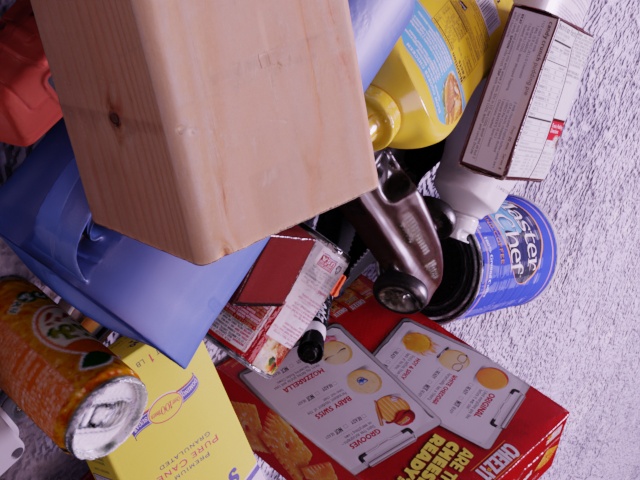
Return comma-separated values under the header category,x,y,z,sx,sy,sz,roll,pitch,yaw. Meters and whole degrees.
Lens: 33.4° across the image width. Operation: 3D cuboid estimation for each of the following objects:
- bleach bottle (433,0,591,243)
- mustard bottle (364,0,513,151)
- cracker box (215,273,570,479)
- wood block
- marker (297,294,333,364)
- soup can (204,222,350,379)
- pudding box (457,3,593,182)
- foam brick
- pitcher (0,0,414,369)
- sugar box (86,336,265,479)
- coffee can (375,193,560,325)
category,x,y,z,sx,sy,sz,roll,pitch,yaw
bleach bottle,0.138,-0.121,0.798,0.102,0.068,0.251,15,96,-58
mustard bottle,0.060,-0.113,0.673,0.191,0.058,0.096,-52,124,-40
cracker box,0.050,0.134,0.807,0.163,0.214,0.072,-31,141,-35
wood block,-0.054,-0.108,0.395,0.090,0.091,0.206,-25,117,-32
marker,-0.003,0.060,0.791,0.121,0.020,0.020,-78,-171,-71
soup can,-0.034,0.036,0.743,0.102,0.069,0.068,-55,149,-3
pudding box,0.140,-0.097,0.722,0.089,0.039,0.113,-3,111,-61
foam brick,-0.054,0.001,0.673,0.051,0.078,0.053,4,117,-56
pitcher,-0.057,-0.065,0.556,0.144,0.149,0.242,43,78,-36
sugar box,-0.090,0.144,0.674,0.093,0.048,0.176,-34,108,-34
coffee can,0.128,0.014,0.914,0.140,0.103,0.103,-7,124,-52
